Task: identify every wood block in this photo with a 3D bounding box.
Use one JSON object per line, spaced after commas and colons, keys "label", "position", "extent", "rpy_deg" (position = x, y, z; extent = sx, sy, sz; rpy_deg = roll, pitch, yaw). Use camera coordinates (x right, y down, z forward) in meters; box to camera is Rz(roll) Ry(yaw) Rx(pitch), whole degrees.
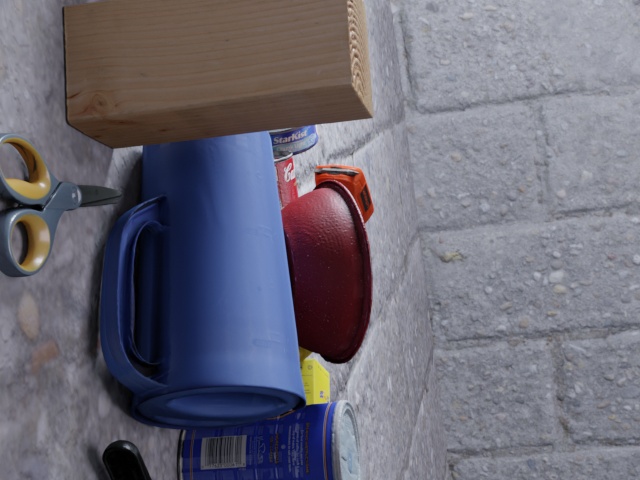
{"label": "wood block", "position": [-0.072, -0.129, 0.779], "extent": [0.090, 0.206, 0.091], "rpy_deg": [32, 52, -75]}

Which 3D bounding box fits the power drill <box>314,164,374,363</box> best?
{"label": "power drill", "position": [0.015, 0.026, 1.180], "extent": [0.184, 0.057, 0.187], "rpy_deg": [69, 28, -58]}

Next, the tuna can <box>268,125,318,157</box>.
{"label": "tuna can", "position": [-0.046, -0.124, 1.216], "extent": [0.086, 0.086, 0.034], "rpy_deg": [-73, 157, -62]}

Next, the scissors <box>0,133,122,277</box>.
{"label": "scissors", "position": [-0.172, -0.012, 0.707], "extent": [0.201, 0.016, 0.096], "rpy_deg": [46, 41, -72]}

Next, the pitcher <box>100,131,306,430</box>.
{"label": "pitcher", "position": [-0.092, 0.021, 0.842], "extent": [0.149, 0.145, 0.243], "rpy_deg": [95, -10, -67]}

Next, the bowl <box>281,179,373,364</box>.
{"label": "bowl", "position": [-0.013, 0.028, 0.922], "extent": [0.162, 0.055, 0.162], "rpy_deg": [177, -90, -68]}

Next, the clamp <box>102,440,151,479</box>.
{"label": "clamp", "position": [-0.123, 0.207, 0.776], "extent": [0.171, 0.039, 0.120], "rpy_deg": [61, 29, -77]}

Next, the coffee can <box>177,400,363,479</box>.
{"label": "coffee can", "position": [-0.041, 0.196, 0.929], "extent": [0.102, 0.140, 0.103], "rpy_deg": [-6, 90, -78]}
